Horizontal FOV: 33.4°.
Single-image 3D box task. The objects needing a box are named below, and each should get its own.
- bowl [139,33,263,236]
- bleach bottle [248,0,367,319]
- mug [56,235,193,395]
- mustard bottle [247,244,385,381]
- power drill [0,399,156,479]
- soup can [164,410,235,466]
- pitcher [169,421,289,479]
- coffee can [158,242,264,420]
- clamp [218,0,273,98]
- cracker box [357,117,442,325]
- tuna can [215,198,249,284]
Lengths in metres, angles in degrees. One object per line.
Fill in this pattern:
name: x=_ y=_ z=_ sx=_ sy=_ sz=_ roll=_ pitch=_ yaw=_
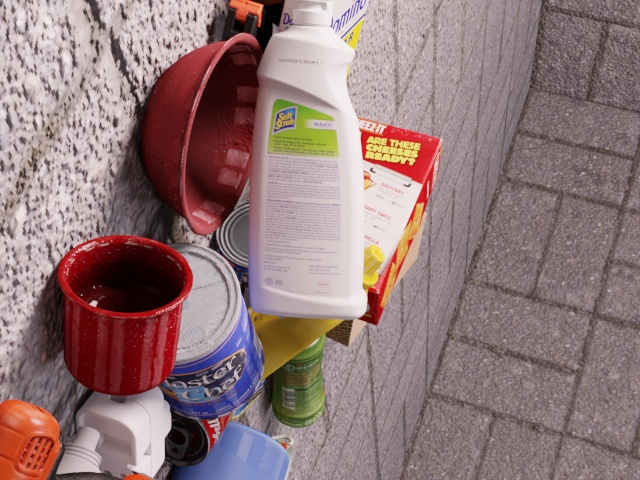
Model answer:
bowl: x=-0.097 y=-0.088 z=0.839 sx=0.162 sy=0.055 sz=0.162 roll=16 pitch=90 yaw=-76
bleach bottle: x=-0.005 y=-0.065 z=0.862 sx=0.068 sy=0.102 sz=0.251 roll=-92 pitch=-175 yaw=-77
mug: x=-0.135 y=0.050 z=0.768 sx=0.117 sy=0.093 sz=0.081 roll=-43 pitch=151 yaw=-50
mustard bottle: x=-0.014 y=0.061 z=0.979 sx=0.192 sy=0.058 sz=0.096 roll=-38 pitch=-165 yaw=31
power drill: x=-0.185 y=0.211 z=0.713 sx=0.187 sy=0.057 sz=0.184 roll=37 pitch=77 yaw=-55
soup can: x=-0.115 y=0.155 z=1.006 sx=0.102 sy=0.068 sz=0.068 roll=-54 pitch=155 yaw=-56
pitcher: x=-0.108 y=0.313 z=1.066 sx=0.149 sy=0.145 sz=0.242 roll=81 pitch=25 yaw=-59
coffee can: x=-0.106 y=0.078 z=0.885 sx=0.140 sy=0.103 sz=0.102 roll=78 pitch=30 yaw=-62
clamp: x=-0.070 y=-0.133 z=0.934 sx=0.171 sy=0.039 sz=0.120 roll=86 pitch=18 yaw=-60
cracker box: x=0.020 y=-0.032 z=1.132 sx=0.072 sy=0.164 sz=0.213 roll=89 pitch=22 yaw=-53
tuna can: x=-0.057 y=0.001 z=1.031 sx=0.034 sy=0.086 sz=0.086 roll=88 pitch=22 yaw=-54
